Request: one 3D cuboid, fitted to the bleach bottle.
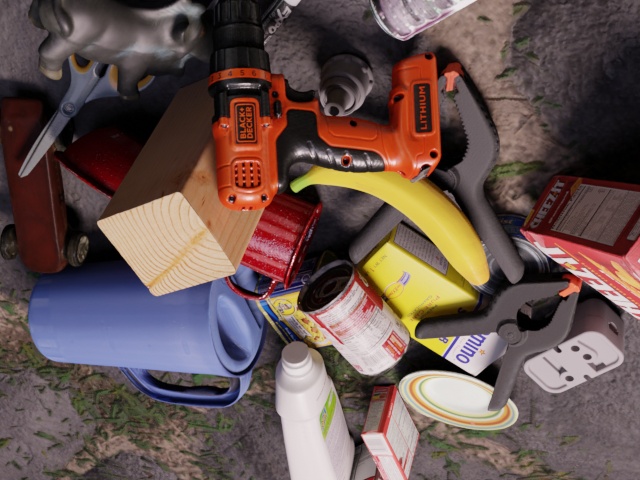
[{"bbox_3d":[-0.010,0.190,1.173,0.068,0.102,0.251,3,139,12],"label":"bleach bottle"}]

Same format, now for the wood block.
[{"bbox_3d":[-0.101,-0.059,0.943,0.091,0.206,0.090,-16,123,28],"label":"wood block"}]

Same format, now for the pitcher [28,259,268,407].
[{"bbox_3d":[-0.185,0.088,1.148,0.243,0.149,0.145,-2,153,24],"label":"pitcher"}]

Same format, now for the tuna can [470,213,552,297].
[{"bbox_3d":[0.182,0.018,1.034,0.086,0.033,0.086,9,131,10],"label":"tuna can"}]

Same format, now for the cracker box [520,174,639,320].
[{"bbox_3d":[0.281,0.022,0.893,0.164,0.214,0.072,35,89,-13],"label":"cracker box"}]

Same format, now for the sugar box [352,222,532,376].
[{"bbox_3d":[0.117,0.061,1.084,0.176,0.048,0.093,33,131,-10],"label":"sugar box"}]

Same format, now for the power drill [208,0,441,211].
[{"bbox_3d":[0.001,-0.117,0.881,0.187,0.184,0.057,-2,173,-8],"label":"power drill"}]

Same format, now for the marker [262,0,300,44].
[{"bbox_3d":[-0.037,-0.199,0.929,0.020,0.020,0.121,36,130,-13],"label":"marker"}]

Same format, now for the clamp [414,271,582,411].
[{"bbox_3d":[0.175,0.080,1.031,0.120,0.039,0.172,35,118,-6],"label":"clamp"}]

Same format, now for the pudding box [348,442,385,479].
[{"bbox_3d":[0.049,0.293,1.259,0.039,0.113,0.090,37,131,-20],"label":"pudding box"}]

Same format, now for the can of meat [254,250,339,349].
[{"bbox_3d":[-0.009,0.067,1.123,0.084,0.057,0.102,-16,123,30],"label":"can of meat"}]

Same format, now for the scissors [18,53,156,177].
[{"bbox_3d":[-0.219,-0.128,1.022,0.096,0.016,0.202,20,119,-10],"label":"scissors"}]

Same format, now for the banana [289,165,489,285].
[{"bbox_3d":[0.072,-0.033,0.947,0.198,0.037,0.070,29,127,7],"label":"banana"}]

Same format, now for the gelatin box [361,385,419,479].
[{"bbox_3d":[0.080,0.221,1.214,0.030,0.073,0.089,-8,127,25],"label":"gelatin box"}]

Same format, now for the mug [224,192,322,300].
[{"bbox_3d":[-0.057,0.001,1.052,0.081,0.093,0.117,22,99,5],"label":"mug"}]

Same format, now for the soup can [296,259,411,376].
[{"bbox_3d":[0.034,0.077,1.046,0.069,0.068,0.102,-24,121,33],"label":"soup can"}]

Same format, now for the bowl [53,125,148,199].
[{"bbox_3d":[-0.172,-0.064,1.027,0.162,0.162,0.055,31,94,-10],"label":"bowl"}]

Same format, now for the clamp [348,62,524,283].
[{"bbox_3d":[0.120,-0.054,0.965,0.164,0.036,0.210,13,119,6],"label":"clamp"}]
